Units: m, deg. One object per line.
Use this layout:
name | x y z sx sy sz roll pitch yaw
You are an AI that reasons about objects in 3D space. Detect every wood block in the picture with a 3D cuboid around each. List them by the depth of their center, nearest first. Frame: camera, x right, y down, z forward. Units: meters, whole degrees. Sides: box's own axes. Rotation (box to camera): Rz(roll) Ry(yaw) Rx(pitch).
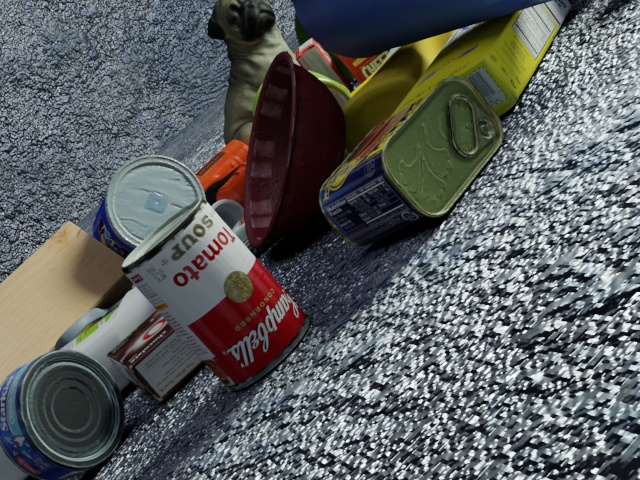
wood block | -0.291 0.091 1.084 0.205 0.091 0.090 -50 -12 -35

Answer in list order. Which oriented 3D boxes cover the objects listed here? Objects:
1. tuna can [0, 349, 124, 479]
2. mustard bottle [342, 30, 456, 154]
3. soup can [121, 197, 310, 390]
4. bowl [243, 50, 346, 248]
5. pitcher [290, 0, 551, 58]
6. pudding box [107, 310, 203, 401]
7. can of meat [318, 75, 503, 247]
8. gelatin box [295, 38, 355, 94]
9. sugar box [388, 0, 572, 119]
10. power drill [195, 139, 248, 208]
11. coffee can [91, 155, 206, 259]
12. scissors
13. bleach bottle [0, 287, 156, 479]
tuna can | -0.177 0.119 0.732 0.034 0.086 0.086 -28 18 39
mustard bottle | 0.081 -0.147 0.936 0.096 0.058 0.191 -38 12 38
soup can | -0.064 0.032 0.656 0.068 0.102 0.068 -38 13 10
bowl | -0.019 -0.070 0.872 0.162 0.055 0.162 -172 90 -75
pitcher | 0.095 -0.217 0.804 0.149 0.145 0.243 -53 26 -17
pudding box | -0.099 0.064 0.791 0.113 0.039 0.090 -45 14 -15
can of meat | 0.056 -0.048 0.686 0.102 0.057 0.084 -49 12 -34
gelatin box | 0.010 -0.179 1.179 0.030 0.089 0.073 -37 13 9
sugar box | 0.124 -0.136 0.805 0.094 0.048 0.176 -29 19 38
power drill | -0.066 -0.086 1.158 0.184 0.057 0.188 -46 14 -22
coffee can | -0.186 -0.022 1.141 0.102 0.103 0.140 -46 4 -22
scissors | -0.218 0.087 1.102 0.096 0.016 0.201 -57 -9 22
bleach bottle | -0.185 0.104 0.862 0.251 0.068 0.103 -40 13 -5
